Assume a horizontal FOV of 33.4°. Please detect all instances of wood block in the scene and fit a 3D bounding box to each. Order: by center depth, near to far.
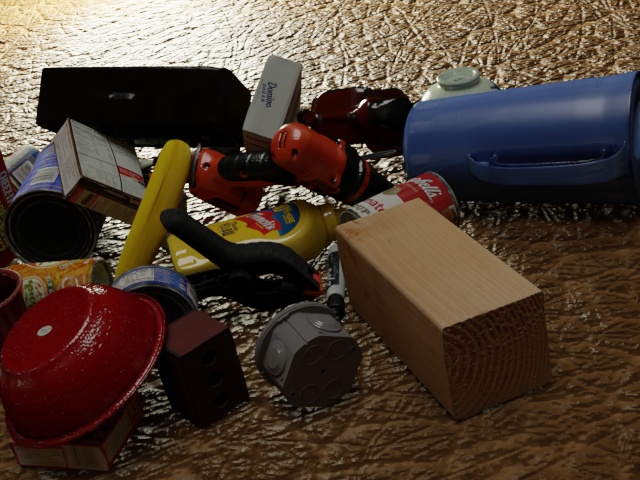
[{"bbox_3d":[0.098,0.051,0.905,0.090,0.090,0.206,-20,29,-15],"label":"wood block"}]

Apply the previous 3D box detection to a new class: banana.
[{"bbox_3d":[-0.169,-0.031,1.105,0.037,0.070,0.197,20,65,-7],"label":"banana"}]

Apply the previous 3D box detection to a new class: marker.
[{"bbox_3d":[0.015,0.040,1.029,0.020,0.020,0.121,-8,28,7],"label":"marker"}]

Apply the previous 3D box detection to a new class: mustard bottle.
[{"bbox_3d":[-0.057,0.001,1.088,0.191,0.058,0.096,-16,23,-8],"label":"mustard bottle"}]

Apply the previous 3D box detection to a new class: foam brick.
[{"bbox_3d":[-0.101,0.107,0.892,0.052,0.078,0.051,-32,35,-29],"label":"foam brick"}]

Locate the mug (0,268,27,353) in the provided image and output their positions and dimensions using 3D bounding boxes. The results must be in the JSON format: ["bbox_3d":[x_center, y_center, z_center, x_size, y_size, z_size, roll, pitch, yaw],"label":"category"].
[{"bbox_3d":[-0.321,0.080,1.020,0.093,0.081,0.117,-24,31,-21],"label":"mug"}]

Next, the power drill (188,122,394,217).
[{"bbox_3d":[-0.032,-0.065,1.137,0.188,0.184,0.057,-7,66,38],"label":"power drill"}]

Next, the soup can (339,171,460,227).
[{"bbox_3d":[0.079,-0.019,1.063,0.102,0.068,0.069,-25,31,-21],"label":"soup can"}]

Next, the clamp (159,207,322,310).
[{"bbox_3d":[-0.086,0.035,1.007,0.171,0.120,0.039,18,46,-16],"label":"clamp"}]

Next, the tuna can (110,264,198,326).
[{"bbox_3d":[-0.154,0.067,0.976,0.086,0.086,0.034,-12,30,-1],"label":"tuna can"}]

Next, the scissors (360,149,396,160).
[{"bbox_3d":[0.011,-0.082,1.186,0.096,0.016,0.202,-20,8,-12],"label":"scissors"}]

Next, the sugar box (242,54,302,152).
[{"bbox_3d":[-0.054,-0.135,1.205,0.048,0.093,0.176,17,-12,4],"label":"sugar box"}]

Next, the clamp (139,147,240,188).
[{"bbox_3d":[-0.192,-0.084,1.282,0.164,0.036,0.210,-10,13,9],"label":"clamp"}]

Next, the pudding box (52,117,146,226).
[{"bbox_3d":[-0.240,-0.075,1.166,0.089,0.039,0.113,22,27,-35],"label":"pudding box"}]

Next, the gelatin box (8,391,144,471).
[{"bbox_3d":[-0.203,0.156,0.892,0.089,0.030,0.073,-1,30,19],"label":"gelatin box"}]

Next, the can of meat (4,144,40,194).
[{"bbox_3d":[-0.385,-0.063,1.304,0.102,0.057,0.083,-33,15,29],"label":"can of meat"}]

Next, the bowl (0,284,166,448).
[{"bbox_3d":[-0.208,0.089,0.874,0.162,0.055,0.162,-23,36,18],"label":"bowl"}]

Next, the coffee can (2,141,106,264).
[{"bbox_3d":[-0.291,-0.043,1.211,0.103,0.103,0.140,-9,29,6],"label":"coffee can"}]

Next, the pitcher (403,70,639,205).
[{"bbox_3d":[0.209,-0.095,1.089,0.243,0.149,0.145,-1,68,26],"label":"pitcher"}]
